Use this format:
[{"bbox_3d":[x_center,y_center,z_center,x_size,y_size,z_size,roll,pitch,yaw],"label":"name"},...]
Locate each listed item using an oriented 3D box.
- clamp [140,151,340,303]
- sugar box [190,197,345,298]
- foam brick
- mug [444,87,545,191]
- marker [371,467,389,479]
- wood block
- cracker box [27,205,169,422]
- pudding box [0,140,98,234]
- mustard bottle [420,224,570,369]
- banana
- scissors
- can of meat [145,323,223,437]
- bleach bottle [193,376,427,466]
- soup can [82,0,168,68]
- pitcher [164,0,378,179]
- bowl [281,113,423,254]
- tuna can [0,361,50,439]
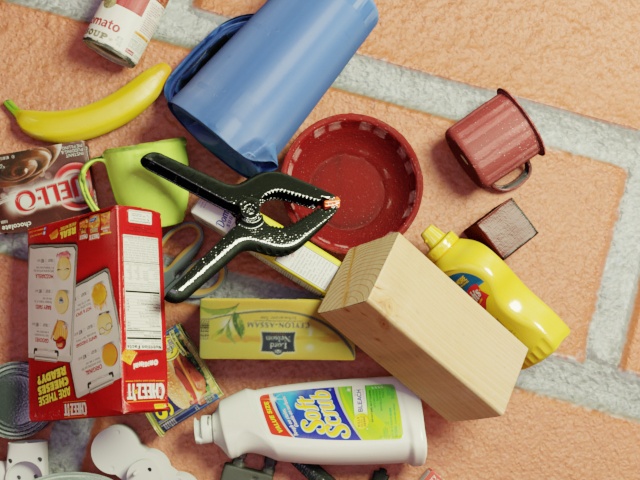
[{"bbox_3d":[-0.084,-0.033,1.124,0.209,0.036,0.164,-14,75,-19],"label":"clamp"},{"bbox_3d":[-0.058,0.001,1.192,0.176,0.093,0.048,34,84,0],"label":"sugar box"},{"bbox_3d":[0.204,-0.010,1.211,0.053,0.078,0.051,-37,88,-7],"label":"foam brick"},{"bbox_3d":[0.201,-0.105,1.220,0.081,0.093,0.117,-34,124,0],"label":"mug"},{"bbox_3d":[0.050,0.315,1.209,0.020,0.020,0.121,21,85,-1],"label":"marker"},{"bbox_3d":[0.111,0.096,1.131,0.206,0.090,0.090,40,58,-21],"label":"wood block"},{"bbox_3d":[-0.239,0.081,1.140,0.164,0.071,0.214,-12,78,40],"label":"cracker box"},{"bbox_3d":[-0.313,-0.059,1.213,0.113,0.039,0.090,-11,87,-3],"label":"pudding box"},{"bbox_3d":[0.185,0.056,1.195,0.191,0.096,0.058,46,65,2],"label":"mustard bottle"},{"bbox_3d":[-0.263,-0.152,1.223,0.197,0.037,0.069,-13,87,-3],"label":"banana"},{"bbox_3d":[-0.184,0.072,1.220,0.096,0.016,0.202,34,92,-7],"label":"scissors"},{"bbox_3d":[-0.168,0.155,1.195,0.084,0.057,0.102,-31,87,-6],"label":"can of meat"},{"bbox_3d":[-0.013,0.208,1.183,0.250,0.068,0.102,-5,60,-2],"label":"bleach bottle"},{"bbox_3d":[-0.219,-0.257,1.217,0.068,0.068,0.102,26,85,0],"label":"soup can"},{"bbox_3d":[-0.055,-0.199,1.198,0.149,0.145,0.242,41,81,-13],"label":"pitcher"},{"bbox_3d":[0.033,-0.060,1.215,0.162,0.055,0.162,1,81,-6],"label":"bowl"},{"bbox_3d":[-0.338,0.178,1.197,0.086,0.034,0.086,0,86,-2],"label":"tuna can"}]
